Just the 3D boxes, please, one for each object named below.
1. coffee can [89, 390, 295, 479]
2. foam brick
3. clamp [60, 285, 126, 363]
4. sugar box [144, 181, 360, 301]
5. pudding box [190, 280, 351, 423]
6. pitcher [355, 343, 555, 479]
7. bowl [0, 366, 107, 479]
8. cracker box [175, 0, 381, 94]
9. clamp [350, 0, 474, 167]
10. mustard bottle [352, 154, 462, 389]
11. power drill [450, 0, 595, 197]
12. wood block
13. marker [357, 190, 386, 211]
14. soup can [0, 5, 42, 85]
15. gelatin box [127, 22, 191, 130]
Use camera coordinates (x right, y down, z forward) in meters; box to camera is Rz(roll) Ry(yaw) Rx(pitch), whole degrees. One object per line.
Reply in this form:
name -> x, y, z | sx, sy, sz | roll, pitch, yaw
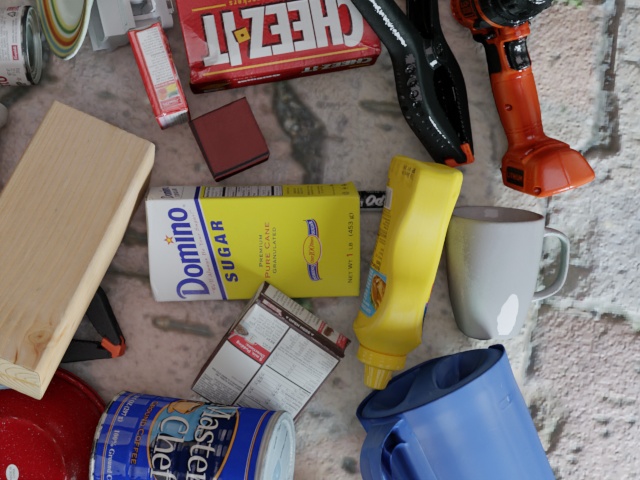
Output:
coffee can -> -0.100, 0.180, 0.860 | 0.140, 0.102, 0.103 | 5, 90, 13
foam brick -> -0.075, -0.083, 0.891 | 0.051, 0.078, 0.053 | -25, 93, -3
clamp -> -0.237, 0.041, 0.903 | 0.171, 0.039, 0.120 | 22, 96, -1
sugar box -> -0.056, 0.001, 0.896 | 0.176, 0.048, 0.093 | -3, 109, -5
pudding box -> -0.042, 0.104, 0.892 | 0.090, 0.039, 0.114 | 35, 117, -3
pitcher -> 0.130, 0.220, 0.872 | 0.149, 0.145, 0.243 | -25, 94, -1
bowl -> -0.250, 0.184, 0.885 | 0.162, 0.055, 0.162 | 0, 96, 1
cracker box -> -0.047, -0.244, 0.895 | 0.164, 0.072, 0.214 | -10, 91, -2
clamp -> 0.086, -0.164, 0.895 | 0.036, 0.164, 0.210 | -12, 114, 34
mustard bottle -> 0.066, 0.029, 0.875 | 0.058, 0.096, 0.192 | 12, 97, -8
power drill -> 0.166, -0.132, 0.859 | 0.057, 0.184, 0.187 | -17, 100, -3
wood block -> -0.215, 0.007, 0.842 | 0.091, 0.090, 0.206 | 24, 66, -3
marker -> 0.056, -0.034, 0.926 | 0.121, 0.020, 0.020 | 0, 90, -3
soup can -> -0.289, -0.162, 0.886 | 0.102, 0.068, 0.068 | -1, 90, -3
gelatin box -> -0.131, -0.134, 0.883 | 0.030, 0.089, 0.073 | -18, 91, -4
